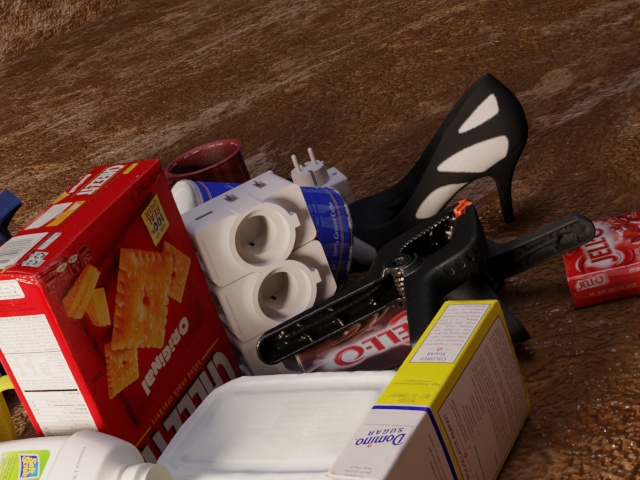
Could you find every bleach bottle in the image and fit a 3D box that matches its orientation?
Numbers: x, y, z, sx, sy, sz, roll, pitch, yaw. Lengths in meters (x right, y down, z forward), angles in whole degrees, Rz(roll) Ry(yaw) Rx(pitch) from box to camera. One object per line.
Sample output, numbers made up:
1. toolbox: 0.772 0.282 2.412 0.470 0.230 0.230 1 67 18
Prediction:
1. bleach bottle: -0.203 0.182 0.698 0.251 0.068 0.102 -14 56 29

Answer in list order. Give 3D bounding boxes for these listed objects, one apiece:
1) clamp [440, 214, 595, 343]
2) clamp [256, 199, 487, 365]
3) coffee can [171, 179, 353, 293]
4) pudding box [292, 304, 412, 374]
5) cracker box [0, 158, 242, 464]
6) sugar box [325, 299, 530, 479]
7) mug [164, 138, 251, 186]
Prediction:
1. clamp: 0.136 0.022 0.846 0.120 0.039 0.172 -42 25 -20
2. clamp: 0.056 0.034 0.811 0.165 0.036 0.209 -6 28 37
3. coffee can: -0.056 0.001 0.929 0.140 0.103 0.103 1 13 -26
4. pudding box: 0.043 0.088 0.804 0.113 0.039 0.090 -23 24 -4
5. cracker box: -0.141 0.073 0.768 0.072 0.213 0.164 -5 28 28
6. sugar box: 0.070 0.121 0.642 0.048 0.093 0.176 -3 28 37
7. mug: -0.129 -0.054 1.206 0.117 0.081 0.093 -21 23 -1
